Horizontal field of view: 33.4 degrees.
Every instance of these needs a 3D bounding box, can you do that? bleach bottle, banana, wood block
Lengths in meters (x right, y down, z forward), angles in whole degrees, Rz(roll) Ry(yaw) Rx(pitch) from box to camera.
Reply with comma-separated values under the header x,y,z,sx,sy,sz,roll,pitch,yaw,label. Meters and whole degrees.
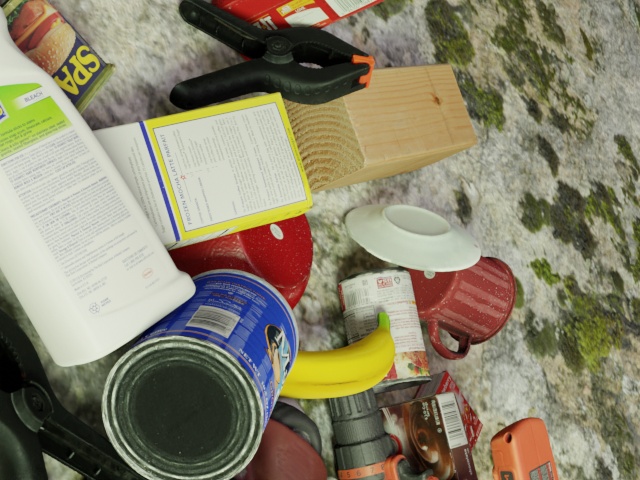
x,y,z,sx,sy,sz,roll,pitch,yaw,label
-0.178,-0.052,0.661,0.102,0.068,0.251,-36,105,-42,bleach bottle
-0.009,0.096,0.843,0.197,0.037,0.070,-3,33,-36,banana
0.052,-0.108,1.014,0.205,0.090,0.091,-15,85,-53,wood block

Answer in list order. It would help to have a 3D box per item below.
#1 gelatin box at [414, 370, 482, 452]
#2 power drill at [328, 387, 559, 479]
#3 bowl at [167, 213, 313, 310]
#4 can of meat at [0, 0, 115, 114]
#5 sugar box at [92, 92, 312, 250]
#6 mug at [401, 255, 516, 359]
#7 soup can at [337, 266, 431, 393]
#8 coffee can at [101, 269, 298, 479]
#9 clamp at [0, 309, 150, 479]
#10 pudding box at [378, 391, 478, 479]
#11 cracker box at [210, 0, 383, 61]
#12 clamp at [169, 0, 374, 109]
x,y,z,sx,sy,sz,roll,pitch,yaw,label
0.115,0.180,1.010,0.073,0.030,0.089,56,39,-18,gelatin box
0.094,0.188,0.850,0.057,0.188,0.184,-12,87,-50,power drill
-0.056,0.001,0.859,0.161,0.055,0.162,25,55,-44,bowl
-0.201,-0.115,0.729,0.084,0.058,0.102,48,43,-23,can of meat
-0.100,-0.044,0.776,0.176,0.048,0.093,-15,84,-24,sugar box
0.128,0.058,1.039,0.081,0.093,0.117,25,66,-37,mug
0.056,0.081,0.951,0.068,0.069,0.102,6,69,-50,soup can
-0.075,0.088,0.716,0.103,0.103,0.140,62,14,-10,coffee can
-0.175,0.108,0.606,0.210,0.036,0.164,57,13,-15,clamp
0.085,0.193,0.919,0.039,0.090,0.113,3,71,-52,pudding box
-0.001,-0.278,0.962,0.072,0.164,0.213,43,45,-34,cracker box
-0.044,-0.156,0.888,0.171,0.039,0.120,0,59,-14,clamp
